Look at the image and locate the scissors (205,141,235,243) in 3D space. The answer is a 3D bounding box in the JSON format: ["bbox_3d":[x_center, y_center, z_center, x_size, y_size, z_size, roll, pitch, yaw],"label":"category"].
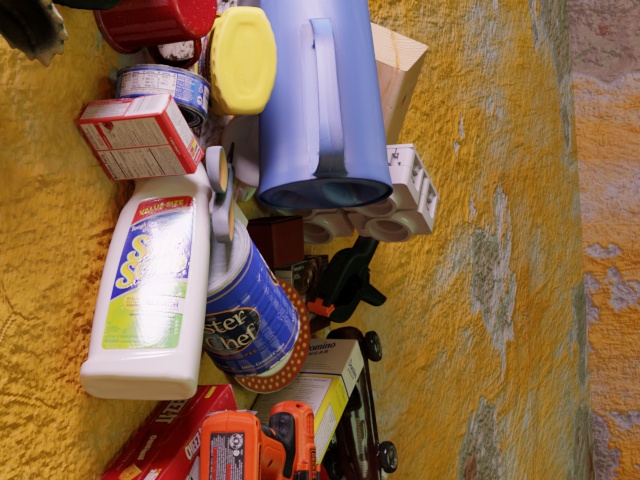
[{"bbox_3d":[-0.093,-0.076,1.021,0.201,0.016,0.096,-94,178,-52],"label":"scissors"}]

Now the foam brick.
[{"bbox_3d":[-0.058,0.001,1.193,0.078,0.053,0.051,-16,103,-63],"label":"foam brick"}]

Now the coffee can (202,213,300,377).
[{"bbox_3d":[-0.092,0.056,1.054,0.140,0.103,0.102,61,36,-45],"label":"coffee can"}]

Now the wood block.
[{"bbox_3d":[0.049,-0.145,1.286,0.090,0.090,0.206,-52,163,-53],"label":"wood block"}]

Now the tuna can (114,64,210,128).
[{"bbox_3d":[-0.144,-0.129,0.972,0.086,0.086,0.034,28,65,-62],"label":"tuna can"}]

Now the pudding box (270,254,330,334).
[{"bbox_3d":[-0.024,0.067,1.276,0.113,0.039,0.090,-15,103,-64],"label":"pudding box"}]

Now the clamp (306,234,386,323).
[{"bbox_3d":[0.043,0.051,1.328,0.209,0.036,0.164,-46,144,-49],"label":"clamp"}]

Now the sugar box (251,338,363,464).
[{"bbox_3d":[-0.020,0.183,1.214,0.176,0.093,0.048,-58,139,-50],"label":"sugar box"}]

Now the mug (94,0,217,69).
[{"bbox_3d":[-0.145,-0.210,0.980,0.093,0.082,0.117,-57,138,-51],"label":"mug"}]

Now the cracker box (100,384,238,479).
[{"bbox_3d":[-0.120,0.270,1.019,0.164,0.072,0.214,-53,135,-56],"label":"cracker box"}]

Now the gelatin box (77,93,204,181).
[{"bbox_3d":[-0.158,-0.090,0.936,0.073,0.089,0.030,64,33,-42],"label":"gelatin box"}]

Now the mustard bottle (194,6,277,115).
[{"bbox_3d":[-0.088,-0.170,1.041,0.192,0.058,0.096,-156,-116,-75],"label":"mustard bottle"}]

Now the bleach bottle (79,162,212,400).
[{"bbox_3d":[-0.151,0.014,0.958,0.068,0.102,0.251,96,-4,-64],"label":"bleach bottle"}]

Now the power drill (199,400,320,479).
[{"bbox_3d":[-0.052,0.239,1.018,0.187,0.057,0.184,38,47,-66],"label":"power drill"}]

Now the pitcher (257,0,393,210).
[{"bbox_3d":[-0.001,-0.157,1.056,0.144,0.149,0.243,8,74,-46],"label":"pitcher"}]
